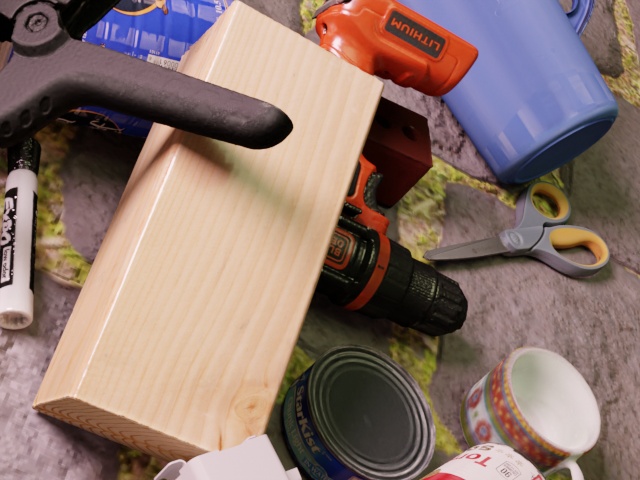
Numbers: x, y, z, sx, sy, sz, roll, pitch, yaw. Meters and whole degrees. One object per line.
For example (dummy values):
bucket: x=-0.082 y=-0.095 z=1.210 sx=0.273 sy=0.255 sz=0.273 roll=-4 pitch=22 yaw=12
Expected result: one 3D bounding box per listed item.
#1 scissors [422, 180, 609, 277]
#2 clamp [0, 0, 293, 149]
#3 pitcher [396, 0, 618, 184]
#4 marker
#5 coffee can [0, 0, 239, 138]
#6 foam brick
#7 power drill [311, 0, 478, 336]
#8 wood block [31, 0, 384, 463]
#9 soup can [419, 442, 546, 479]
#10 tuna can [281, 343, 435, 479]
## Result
scissors: x=0.143 y=-0.013 z=0.815 sx=0.201 sy=0.016 sz=0.096 roll=8 pitch=50 yaw=-34
clamp: x=-0.119 y=-0.085 z=0.494 sx=0.210 sy=0.036 sz=0.164 roll=-20 pitch=63 yaw=-3
pitcher: x=0.141 y=-0.176 z=0.859 sx=0.144 sy=0.149 sz=0.243 roll=-8 pitch=65 yaw=-55
marker: x=-0.159 y=-0.009 z=0.566 sx=0.020 sy=0.020 sz=0.121 roll=16 pitch=48 yaw=-29
coffee can: x=-0.128 y=-0.115 z=0.616 sx=0.140 sy=0.103 sz=0.103 roll=8 pitch=52 yaw=-34
foam brick: x=0.031 y=-0.068 z=0.743 sx=0.078 sy=0.051 sz=0.053 roll=21 pitch=45 yaw=-24
power drill: x=0.036 y=-0.049 z=0.670 sx=0.184 sy=0.057 sz=0.187 roll=26 pitch=74 yaw=-22
wood block: x=-0.054 y=0.001 z=0.531 sx=0.090 sy=0.090 sz=0.206 roll=26 pitch=69 yaw=-19
soup can: x=0.073 y=0.157 z=0.576 sx=0.102 sy=0.069 sz=0.068 roll=-18 pitch=69 yaw=-46
tuna can: x=0.021 y=0.104 z=0.605 sx=0.086 sy=0.034 sz=0.086 roll=21 pitch=46 yaw=-24
